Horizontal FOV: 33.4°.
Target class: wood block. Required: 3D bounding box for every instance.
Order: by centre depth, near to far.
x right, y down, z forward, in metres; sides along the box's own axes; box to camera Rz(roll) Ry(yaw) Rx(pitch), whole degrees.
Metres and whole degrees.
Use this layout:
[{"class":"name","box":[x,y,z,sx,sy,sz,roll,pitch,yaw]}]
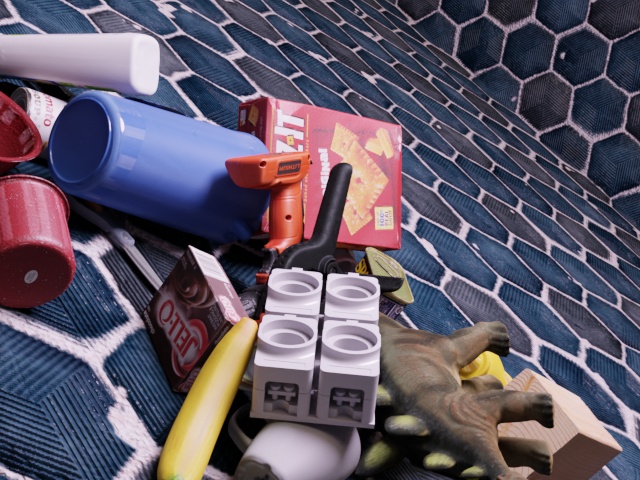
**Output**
[{"class":"wood block","box":[0.255,0.219,1.194,0.090,0.091,0.205,53,12,30]}]

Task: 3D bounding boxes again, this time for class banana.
[{"class":"banana","box":[-0.094,0.146,0.877,0.037,0.070,0.197,37,37,-14]}]

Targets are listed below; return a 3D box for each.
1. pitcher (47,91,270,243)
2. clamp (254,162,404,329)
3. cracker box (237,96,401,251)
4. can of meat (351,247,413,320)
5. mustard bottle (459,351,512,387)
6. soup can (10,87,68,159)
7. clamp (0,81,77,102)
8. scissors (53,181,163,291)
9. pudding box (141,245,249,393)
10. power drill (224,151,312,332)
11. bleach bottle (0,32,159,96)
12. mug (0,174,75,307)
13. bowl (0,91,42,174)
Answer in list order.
[{"class":"pitcher","box":[-0.176,-0.087,1.159,0.149,0.145,0.242,8,-5,36]},{"class":"clamp","box":[0.009,0.039,1.146,0.209,0.036,0.164,-50,119,-35]},{"class":"cracker box","box":[0.002,-0.076,1.309,0.213,0.164,0.072,7,-9,-37]},{"class":"can of meat","box":[0.060,0.071,1.288,0.057,0.084,0.102,28,22,-21]},{"class":"mustard bottle","box":[0.188,0.160,1.234,0.096,0.058,0.191,59,5,29]},{"class":"soup can","box":[-0.292,-0.122,1.175,0.102,0.069,0.068,18,27,-39]},{"class":"clamp","box":[-0.303,-0.161,1.284,0.171,0.039,0.120,30,30,-19]},{"class":"scissors","box":[-0.203,-0.006,1.137,0.202,0.016,0.096,42,21,14]},{"class":"pudding box","box":[-0.116,0.075,0.994,0.039,0.090,0.113,23,23,-37]},{"class":"power drill","box":[-0.058,0.001,1.146,0.057,0.188,0.184,2,11,30]},{"class":"bleach bottle","box":[-0.314,-0.203,1.193,0.251,0.068,0.102,5,6,7]},{"class":"mug","box":[-0.270,0.005,0.923,0.117,0.093,0.081,-8,44,-18]},{"class":"bowl","box":[-0.361,-0.109,1.055,0.162,0.055,0.162,31,21,-14]}]
